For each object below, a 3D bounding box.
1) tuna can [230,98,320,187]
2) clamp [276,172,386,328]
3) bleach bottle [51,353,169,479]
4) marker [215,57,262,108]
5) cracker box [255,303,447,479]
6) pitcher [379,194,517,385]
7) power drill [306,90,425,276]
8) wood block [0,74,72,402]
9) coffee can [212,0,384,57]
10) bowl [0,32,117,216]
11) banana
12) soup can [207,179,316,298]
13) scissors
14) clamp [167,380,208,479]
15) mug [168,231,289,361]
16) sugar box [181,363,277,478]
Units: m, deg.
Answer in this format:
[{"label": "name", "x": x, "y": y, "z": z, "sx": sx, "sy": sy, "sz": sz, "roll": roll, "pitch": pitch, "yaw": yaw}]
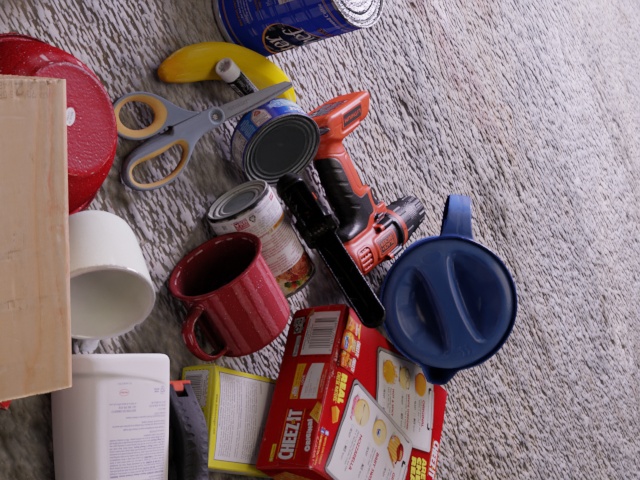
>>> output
[{"label": "tuna can", "x": -0.045, "y": -0.097, "z": 1.052, "sx": 0.086, "sy": 0.034, "sz": 0.086, "roll": -23, "pitch": 139, "yaw": -22}, {"label": "clamp", "x": 0.003, "y": -0.003, "z": 1.028, "sx": 0.164, "sy": 0.036, "sz": 0.210, "roll": 59, "pitch": 0, "yaw": -11}, {"label": "bleach bottle", "x": -0.168, "y": 0.216, "z": 0.847, "sx": 0.102, "sy": 0.068, "sz": 0.251, "roll": 7, "pitch": 80, "yaw": -51}, {"label": "marker", "x": -0.064, "y": -0.137, "z": 1.044, "sx": 0.121, "sy": 0.020, "sz": 0.020, "roll": 44, "pitch": 50, "yaw": -52}, {"label": "cracker box", "x": 0.037, "y": 0.183, "z": 1.045, "sx": 0.213, "sy": 0.072, "sz": 0.164, "roll": 43, "pitch": 51, "yaw": -44}, {"label": "pitcher", "x": 0.133, "y": 0.044, "z": 1.144, "sx": 0.145, "sy": 0.149, "sz": 0.243, "roll": 51, "pitch": 5, "yaw": -1}, {"label": "power drill", "x": 0.047, "y": -0.066, "z": 1.186, "sx": 0.184, "sy": 0.057, "sz": 0.187, "roll": -39, "pitch": 113, "yaw": -51}, {"label": "wood block", "x": -0.226, "y": -0.005, "z": 0.704, "sx": 0.090, "sy": 0.091, "sz": 0.206, "roll": -8, "pitch": 104, "yaw": -41}, {"label": "coffee can", "x": -0.022, "y": -0.245, "z": 1.061, "sx": 0.102, "sy": 0.141, "sz": 0.103, "roll": 14, "pitch": 72, "yaw": -51}, {"label": "bowl", "x": -0.215, "y": -0.091, "z": 0.850, "sx": 0.161, "sy": 0.055, "sz": 0.162, "roll": 15, "pitch": 71, "yaw": -50}, {"label": "banana", "x": -0.081, "y": -0.159, "z": 1.054, "sx": 0.197, "sy": 0.037, "sz": 0.069, "roll": 21, "pitch": 66, "yaw": -49}, {"label": "soup can", "x": -0.057, "y": 0.001, "z": 1.029, "sx": 0.102, "sy": 0.069, "sz": 0.068, "roll": 61, "pitch": 42, "yaw": -24}, {"label": "scissors", "x": -0.115, "y": -0.124, "z": 0.976, "sx": 0.201, "sy": 0.016, "sz": 0.096, "roll": -45, "pitch": 111, "yaw": -28}, {"label": "clamp", "x": -0.119, "y": 0.207, "z": 0.903, "sx": 0.039, "sy": 0.120, "sz": 0.171, "roll": 9, "pitch": 56, "yaw": -34}, {"label": "mug", "x": -0.084, "y": 0.059, "z": 0.966, "sx": 0.117, "sy": 0.093, "sz": 0.081, "roll": -57, "pitch": 131, "yaw": -40}, {"label": "sugar box", "x": -0.060, "y": 0.176, "z": 1.010, "sx": 0.176, "sy": 0.048, "sz": 0.093, "roll": 25, "pitch": 63, "yaw": -52}]
